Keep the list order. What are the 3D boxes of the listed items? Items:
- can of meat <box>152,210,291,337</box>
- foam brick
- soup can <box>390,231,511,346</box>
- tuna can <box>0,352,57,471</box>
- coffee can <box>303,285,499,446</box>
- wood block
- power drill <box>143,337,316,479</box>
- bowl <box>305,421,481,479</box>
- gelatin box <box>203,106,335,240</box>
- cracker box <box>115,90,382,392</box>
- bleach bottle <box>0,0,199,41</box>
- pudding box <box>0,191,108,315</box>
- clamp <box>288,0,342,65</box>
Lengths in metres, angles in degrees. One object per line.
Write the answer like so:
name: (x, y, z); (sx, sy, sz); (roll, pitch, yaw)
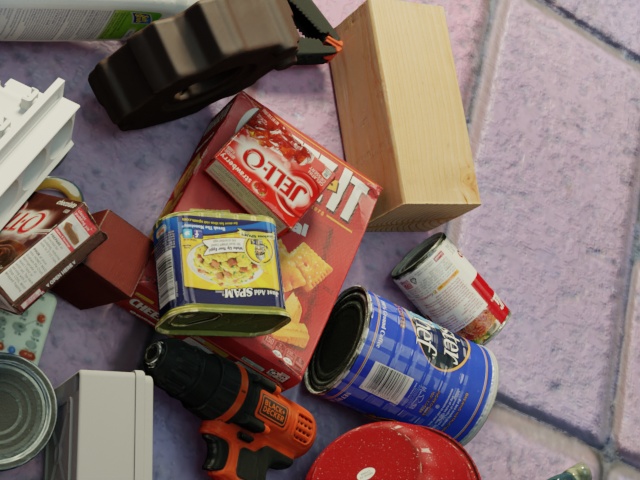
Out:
can of meat: (-0.078, 0.026, 0.825); (0.101, 0.058, 0.084); (4, 66, -29)
foam brick: (-0.178, 0.016, 0.839); (0.051, 0.078, 0.053); (40, 56, -30)
soup can: (0.124, 0.051, 1.017); (0.102, 0.069, 0.068); (49, 56, -6)
tuna can: (-0.234, 0.124, 0.767); (0.086, 0.034, 0.086); (7, 75, -27)
coffee can: (0.071, 0.114, 0.943); (0.140, 0.103, 0.102); (27, 62, -20)
wood block: (0.078, -0.119, 1.037); (0.090, 0.090, 0.206); (0, 74, -31)
power drill: (-0.086, 0.186, 0.827); (0.184, 0.057, 0.187); (36, 60, -39)
bowl: (0.044, 0.200, 0.844); (0.162, 0.162, 0.055); (-60, 139, -31)
gelatin box: (-0.041, -0.057, 0.895); (0.089, 0.030, 0.073); (44, 56, -7)
cracker box: (-0.056, 0.001, 0.926); (0.164, 0.072, 0.213); (34, 59, -16)
bleach bottle: (-0.191, -0.200, 0.894); (0.250, 0.103, 0.068); (-2, 79, -29)
pudding box: (-0.221, 0.007, 0.794); (0.090, 0.114, 0.039); (-45, 122, -22)
clamp: (-0.079, -0.219, 1.011); (0.210, 0.036, 0.164); (32, 61, -13)
